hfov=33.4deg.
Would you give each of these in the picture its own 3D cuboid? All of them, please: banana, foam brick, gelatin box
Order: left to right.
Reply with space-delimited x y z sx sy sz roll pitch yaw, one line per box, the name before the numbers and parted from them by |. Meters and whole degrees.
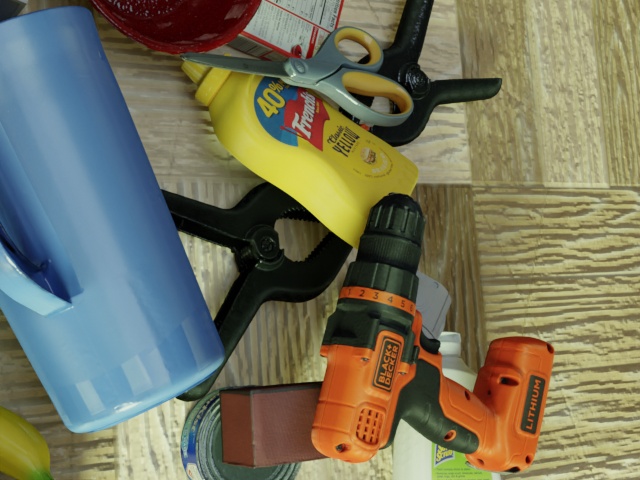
banana | -0.246 0.108 0.641 0.197 0.070 0.037 20 96 -18
gelatin box | -0.029 -0.174 0.829 0.089 0.030 0.073 21 72 -28
foam brick | -0.024 0.125 0.735 0.078 0.053 0.051 -1 84 -30

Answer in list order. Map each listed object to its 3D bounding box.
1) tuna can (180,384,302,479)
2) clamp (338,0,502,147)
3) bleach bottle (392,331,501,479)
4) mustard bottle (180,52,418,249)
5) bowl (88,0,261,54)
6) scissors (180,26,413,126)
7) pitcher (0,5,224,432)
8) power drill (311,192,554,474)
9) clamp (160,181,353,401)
tuna can | -0.056 0.147 0.765 0.086 0.034 0.086 5 81 -30
clamp | 0.080 -0.126 0.884 0.120 0.039 0.171 43 68 -13
bleach bottle | 0.105 0.198 0.839 0.102 0.068 0.251 6 78 -30
mustard bottle | -0.021 -0.078 0.788 0.191 0.058 0.096 36 40 -4
bowl | -0.118 -0.208 0.762 0.161 0.055 0.162 3 86 -35
scissors | -0.015 -0.137 0.785 0.201 0.016 0.096 16 51 -31
pitcher | -0.158 -0.009 0.649 0.149 0.145 0.243 -26 92 -31
power drill | 0.084 0.078 0.752 0.187 0.057 0.184 24 75 -34
clamp | -0.055 0.001 0.785 0.209 0.036 0.164 -28 92 -34
